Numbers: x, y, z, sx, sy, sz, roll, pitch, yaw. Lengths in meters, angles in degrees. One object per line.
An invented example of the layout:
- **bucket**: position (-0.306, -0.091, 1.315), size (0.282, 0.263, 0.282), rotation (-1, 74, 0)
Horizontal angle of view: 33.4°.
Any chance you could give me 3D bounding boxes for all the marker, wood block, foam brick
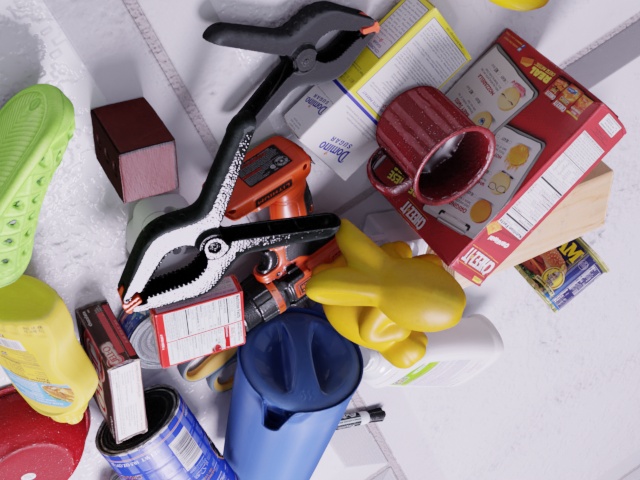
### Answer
- **marker**: position (0.033, 0.232, 1.371), size (0.120, 0.020, 0.020), rotation (-5, 129, -32)
- **wood block**: position (0.215, -0.035, 1.206), size (0.205, 0.091, 0.090), rotation (-22, 137, -17)
- **foam brick**: position (-0.160, -0.079, 0.917), size (0.051, 0.078, 0.053), rotation (-17, 132, -21)

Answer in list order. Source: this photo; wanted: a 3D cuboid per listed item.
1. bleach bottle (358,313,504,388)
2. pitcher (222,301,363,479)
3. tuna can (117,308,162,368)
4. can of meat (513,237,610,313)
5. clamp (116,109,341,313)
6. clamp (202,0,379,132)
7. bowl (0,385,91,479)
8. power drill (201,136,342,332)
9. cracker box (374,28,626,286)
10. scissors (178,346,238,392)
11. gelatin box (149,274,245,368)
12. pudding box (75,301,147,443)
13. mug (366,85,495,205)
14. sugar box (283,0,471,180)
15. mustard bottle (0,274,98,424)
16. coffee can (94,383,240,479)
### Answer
- **bleach bottle**: position (0.118, 0.132, 1.259), size (0.103, 0.068, 0.250), rotation (-42, 154, 24)
- **pitcher**: position (-0.038, 0.188, 1.195), size (0.149, 0.145, 0.243), rotation (-14, 145, -25)
- **tuna can**: position (-0.164, 0.091, 1.097), size (0.086, 0.034, 0.086), rotation (-19, 135, -20)
- **can of meat**: position (0.286, 0.026, 1.303), size (0.084, 0.102, 0.057), rotation (-42, 139, 7)
- **clamp**: position (-0.090, -0.002, 0.965), size (0.210, 0.036, 0.164), rotation (-42, 129, 9)
- **clamp**: position (-0.028, -0.173, 0.955), size (0.171, 0.039, 0.120), rotation (-35, 143, -13)
- **bowl**: position (-0.307, 0.223, 1.100), size (0.162, 0.055, 0.162), rotation (-19, 135, -20)
- **power drill**: position (-0.057, 0.001, 1.065), size (0.184, 0.057, 0.187), rotation (-37, 142, -18)
- **cracker box**: position (0.176, -0.085, 1.079), size (0.214, 0.164, 0.072), rotation (-48, 136, 10)
- **scissors**: position (-0.064, 0.106, 1.194), size (0.201, 0.016, 0.096), rotation (-31, 140, -8)
- **gelatin box**: position (-0.117, 0.077, 1.026), size (0.089, 0.030, 0.073), rotation (-16, 134, -17)
- **pudding box**: position (-0.207, 0.131, 1.061), size (0.039, 0.090, 0.113), rotation (-19, 135, -21)
- **mug**: position (0.096, -0.087, 1.019), size (0.117, 0.082, 0.093), rotation (-36, 144, -3)
- **sugar box**: position (0.055, -0.148, 1.030), size (0.176, 0.048, 0.093), rotation (-41, 141, 8)
- **mustard bottle**: position (-0.261, 0.114, 1.009), size (0.191, 0.096, 0.058), rotation (79, 30, -46)
- **coffee can**: position (-0.161, 0.240, 1.147), size (0.102, 0.103, 0.140), rotation (-33, 117, -6)
